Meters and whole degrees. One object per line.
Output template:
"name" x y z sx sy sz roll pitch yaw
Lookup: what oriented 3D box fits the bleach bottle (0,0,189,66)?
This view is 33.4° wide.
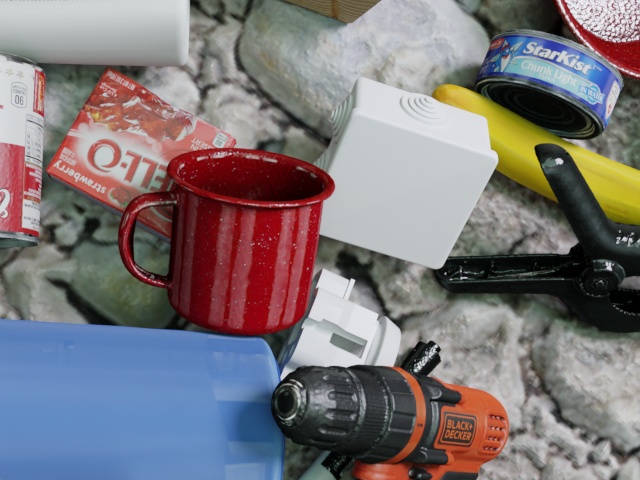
"bleach bottle" -0.201 -0.152 0.610 0.250 0.068 0.102 1 65 -6

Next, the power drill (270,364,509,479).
"power drill" 0.028 0.161 0.573 0.184 0.057 0.187 16 85 -46

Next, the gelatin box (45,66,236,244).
"gelatin box" -0.106 -0.049 0.636 0.089 0.030 0.073 29 80 -7

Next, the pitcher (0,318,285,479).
"pitcher" -0.144 0.110 0.560 0.242 0.145 0.149 2 81 -13

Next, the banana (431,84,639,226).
"banana" 0.159 -0.047 0.667 0.198 0.070 0.037 23 70 4

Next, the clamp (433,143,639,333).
"clamp" 0.168 0.006 0.651 0.171 0.120 0.039 15 46 -13

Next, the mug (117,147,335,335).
"mug" -0.054 0.001 0.594 0.117 0.093 0.081 -1 113 -21

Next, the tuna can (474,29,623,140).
"tuna can" 0.140 -0.094 0.658 0.086 0.086 0.034 24 82 -8

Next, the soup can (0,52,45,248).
"soup can" -0.191 -0.049 0.601 0.068 0.068 0.102 2 84 -11

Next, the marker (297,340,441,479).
"marker" 0.032 0.106 0.646 0.020 0.020 0.121 45 71 -4
